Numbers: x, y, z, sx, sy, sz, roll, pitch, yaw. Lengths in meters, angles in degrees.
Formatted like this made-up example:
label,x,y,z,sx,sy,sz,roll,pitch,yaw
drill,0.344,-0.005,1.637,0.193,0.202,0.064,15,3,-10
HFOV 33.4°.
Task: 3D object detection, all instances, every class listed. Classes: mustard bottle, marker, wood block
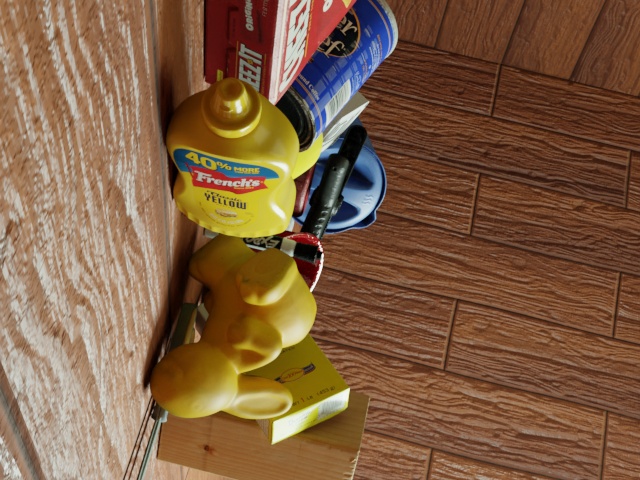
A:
label,x,y,z,sx,sy,sz,roll,pitch,yaw
mustard bottle,-0.064,-0.064,0.790,0.192,0.096,0.058,99,6,-67
marker,-0.057,0.001,1.078,0.020,0.121,0.020,16,88,-88
wood block,-0.060,0.201,1.143,0.090,0.206,0.091,-73,176,-56

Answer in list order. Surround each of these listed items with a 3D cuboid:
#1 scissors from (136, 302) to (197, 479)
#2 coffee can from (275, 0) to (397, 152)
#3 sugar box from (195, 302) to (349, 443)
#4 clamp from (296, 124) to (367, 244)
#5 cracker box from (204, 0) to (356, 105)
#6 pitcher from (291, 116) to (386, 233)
label,x,y,z,sx,sy,sz,roll,pitch,yaw
scissors,-0.152,0.160,1.047,0.096,0.016,0.202,92,12,-80
coffee can,-0.009,-0.163,0.968,0.140,0.103,0.103,-52,166,-28
sugar box,-0.054,0.122,1.122,0.176,0.093,0.048,51,-30,35
clamp,0.007,-0.049,1.255,0.171,0.039,0.120,-69,169,19
cracker box,-0.008,-0.232,0.851,0.213,0.072,0.164,-57,167,-30
pitcher,-0.001,-0.129,1.417,0.243,0.145,0.149,-102,-164,-60
